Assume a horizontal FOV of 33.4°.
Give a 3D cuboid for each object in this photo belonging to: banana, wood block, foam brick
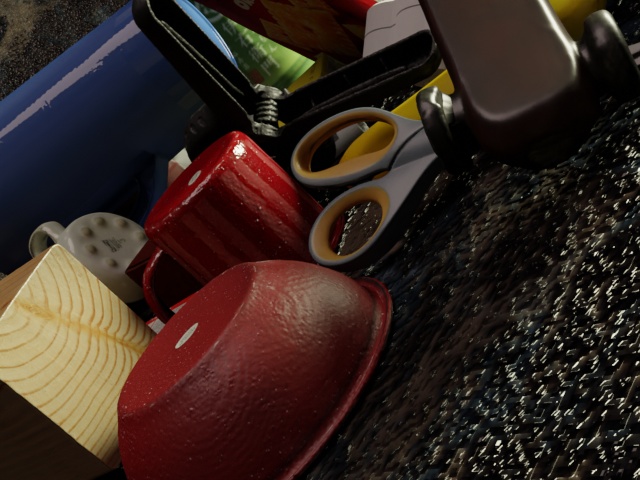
[{"bbox_3d":[0.076,-0.074,0.557,0.198,0.037,0.069,-36,2,29],"label":"banana"},{"bbox_3d":[-0.193,0.097,0.589,0.206,0.090,0.090,-30,25,34],"label":"wood block"},{"bbox_3d":[-0.081,0.011,0.709,0.078,0.053,0.051,-24,28,50],"label":"foam brick"}]

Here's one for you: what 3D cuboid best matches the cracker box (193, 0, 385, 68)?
[{"bbox_3d":[-0.024,-0.191,0.749,0.164,0.213,0.072,3,72,67],"label":"cracker box"}]

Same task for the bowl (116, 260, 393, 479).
[{"bbox_3d":[-0.043,0.062,0.494,0.162,0.055,0.162,-42,17,15],"label":"bowl"}]

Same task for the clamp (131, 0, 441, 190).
[{"bbox_3d":[-0.041,-0.076,0.633,0.210,0.164,0.036,126,154,-60],"label":"clamp"}]

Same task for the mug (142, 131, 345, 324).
[{"bbox_3d":[-0.054,0.001,0.612,0.117,0.081,0.093,-49,17,-9],"label":"mug"}]

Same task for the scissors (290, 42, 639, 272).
[{"bbox_3d":[0.063,-0.034,0.504,0.202,0.016,0.096,-5,70,40],"label":"scissors"}]

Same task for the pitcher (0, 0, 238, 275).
[{"bbox_3d":[-0.178,-0.077,0.841,0.243,0.149,0.145,-36,24,18],"label":"pitcher"}]
